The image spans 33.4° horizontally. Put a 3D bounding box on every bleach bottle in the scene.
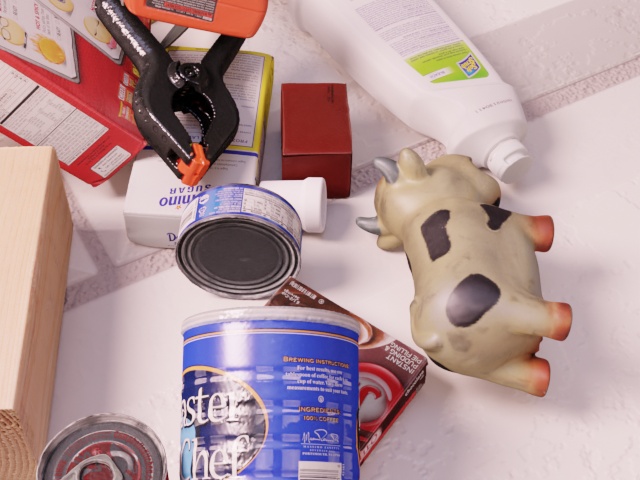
[{"bbox_3d":[0.077,-0.136,0.858,0.102,0.068,0.251,-24,57,-18],"label":"bleach bottle"}]

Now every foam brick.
[{"bbox_3d":[-0.004,-0.076,0.813,0.053,0.051,0.078,0,51,-2],"label":"foam brick"}]

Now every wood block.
[{"bbox_3d":[-0.220,0.044,0.688,0.091,0.090,0.206,-2,50,-3],"label":"wood block"}]

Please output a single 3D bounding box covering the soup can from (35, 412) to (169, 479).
[{"bbox_3d":[-0.114,0.151,0.593,0.068,0.102,0.068,0,51,-1],"label":"soup can"}]

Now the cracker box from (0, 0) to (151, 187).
[{"bbox_3d":[-0.226,-0.156,0.778,0.072,0.213,0.164,-37,38,27],"label":"cracker box"}]

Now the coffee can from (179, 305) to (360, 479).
[{"bbox_3d":[-0.028,0.115,0.593,0.103,0.103,0.140,0,74,-1],"label":"coffee can"}]

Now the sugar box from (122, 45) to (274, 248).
[{"bbox_3d":[-0.089,-0.073,0.815,0.093,0.048,0.176,4,54,2],"label":"sugar box"}]

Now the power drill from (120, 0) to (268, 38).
[{"bbox_3d":[-0.073,-0.228,0.829,0.184,0.057,0.187,9,38,-7],"label":"power drill"}]

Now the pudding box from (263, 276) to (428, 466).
[{"bbox_3d":[-0.001,0.088,0.687,0.114,0.039,0.090,29,56,21],"label":"pudding box"}]

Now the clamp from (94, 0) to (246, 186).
[{"bbox_3d":[-0.110,-0.118,0.780,0.120,0.039,0.171,9,50,-16],"label":"clamp"}]

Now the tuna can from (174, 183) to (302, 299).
[{"bbox_3d":[-0.055,0.001,0.728,0.086,0.086,0.033,3,49,1],"label":"tuna can"}]
